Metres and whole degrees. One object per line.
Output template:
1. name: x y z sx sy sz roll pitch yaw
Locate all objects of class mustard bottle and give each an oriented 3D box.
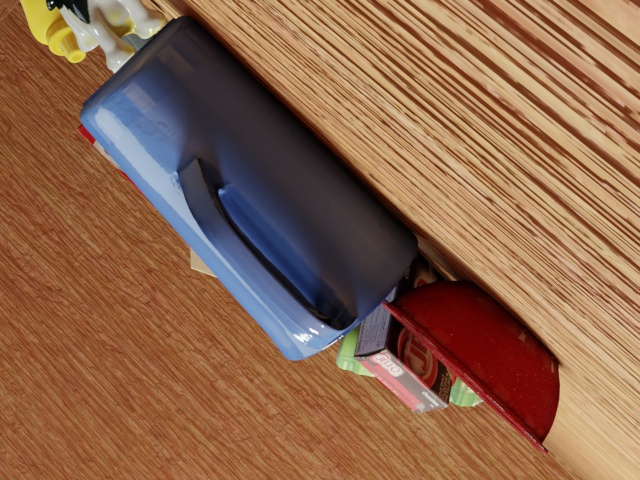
1. mustard bottle: -0.278 -0.253 1.068 0.192 0.058 0.096 61 180 24

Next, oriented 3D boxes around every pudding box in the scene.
1. pudding box: 0.075 0.071 0.879 0.090 0.039 0.113 45 -138 -34

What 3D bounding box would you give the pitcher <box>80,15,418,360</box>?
1. pitcher: -0.054 -0.035 0.761 0.242 0.145 0.149 46 156 -14

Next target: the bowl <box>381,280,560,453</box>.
1. bowl: 0.119 0.079 0.772 0.162 0.055 0.162 43 179 1
